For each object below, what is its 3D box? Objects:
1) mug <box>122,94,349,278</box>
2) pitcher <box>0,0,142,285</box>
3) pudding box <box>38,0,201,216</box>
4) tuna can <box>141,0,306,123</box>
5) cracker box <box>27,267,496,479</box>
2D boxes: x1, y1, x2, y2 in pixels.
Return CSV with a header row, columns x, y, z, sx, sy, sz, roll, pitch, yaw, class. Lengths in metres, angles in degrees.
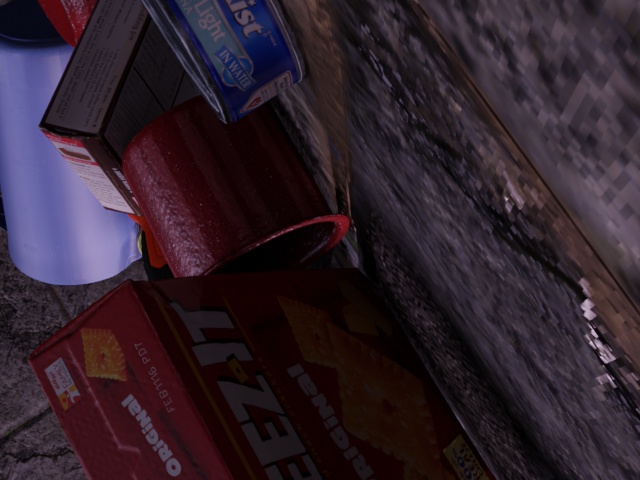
x,y,z,sx,sy,sz,roll,pitch,yaw,class
-0.050,-0.016,0.533,0.081,0.093,0.117,61,147,14,mug
-0.239,-0.091,0.956,0.145,0.149,0.243,50,149,45,pitcher
-0.098,-0.082,0.572,0.039,0.113,0.090,9,157,17,pudding box
-0.042,-0.085,0.376,0.086,0.033,0.086,57,176,6,tuna can
-0.007,0.095,0.492,0.164,0.072,0.213,58,-157,15,cracker box
